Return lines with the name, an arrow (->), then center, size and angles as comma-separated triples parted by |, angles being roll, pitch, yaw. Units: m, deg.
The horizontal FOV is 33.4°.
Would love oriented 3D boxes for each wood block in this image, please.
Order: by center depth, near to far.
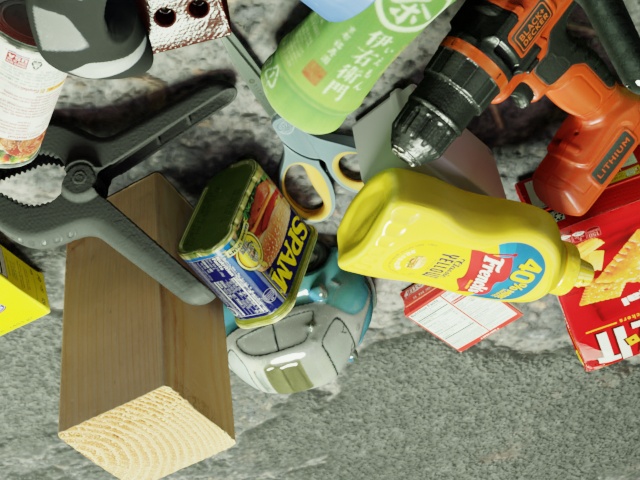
wood block -> -0.129, 0.063, 0.793 | 0.091, 0.206, 0.090 | -26, 134, 16

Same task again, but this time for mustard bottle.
mustard bottle -> 0.115, 0.005, 0.773 | 0.191, 0.058, 0.096 | 13, 144, -20

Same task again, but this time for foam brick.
foam brick -> -0.101, -0.157, 0.686 | 0.078, 0.051, 0.053 | -14, 136, 3

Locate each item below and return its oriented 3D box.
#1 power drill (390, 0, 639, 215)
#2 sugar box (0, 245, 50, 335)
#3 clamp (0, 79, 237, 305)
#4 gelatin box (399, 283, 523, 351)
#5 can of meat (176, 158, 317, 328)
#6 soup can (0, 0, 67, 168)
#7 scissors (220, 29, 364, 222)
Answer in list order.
power drill -> 0.148, -0.094, 0.749 | 0.184, 0.057, 0.187 | -52, 133, -1
sugar box -> -0.291, 0.026, 0.807 | 0.093, 0.048, 0.176 | -26, 152, 7
clamp -> -0.159, -0.048, 0.759 | 0.210, 0.164, 0.036 | 9, 163, 10
gelatin box -> 0.127, 0.057, 0.964 | 0.073, 0.030, 0.089 | -35, 131, 25
can of meat -> -0.055, 0.001, 0.815 | 0.058, 0.102, 0.084 | -14, 130, 34
soup can -> -0.205, -0.108, 0.705 | 0.068, 0.068, 0.102 | 14, 131, -24
scissors -> -0.006, -0.088, 0.799 | 0.096, 0.016, 0.202 | -11, 137, 4
